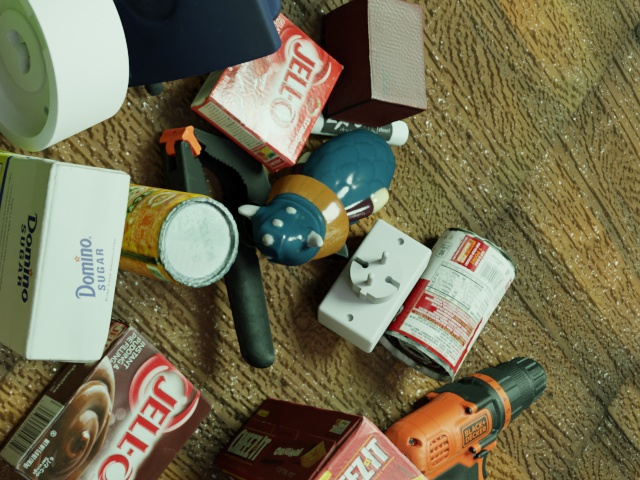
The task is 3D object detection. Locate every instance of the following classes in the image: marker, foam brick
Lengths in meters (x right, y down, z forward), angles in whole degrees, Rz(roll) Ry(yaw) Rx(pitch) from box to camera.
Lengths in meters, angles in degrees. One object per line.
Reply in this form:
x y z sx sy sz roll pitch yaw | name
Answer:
0.012 -0.083 0.768 0.120 0.020 0.020 3 96 -37 | marker
0.038 -0.125 0.748 0.052 0.051 0.078 6 79 -36 | foam brick

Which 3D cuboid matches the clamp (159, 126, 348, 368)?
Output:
-0.055 0.001 0.717 0.171 0.039 0.120 45 52 -30 | clamp

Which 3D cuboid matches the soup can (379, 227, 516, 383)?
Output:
0.098 0.049 0.825 0.068 0.069 0.102 44 72 -33 | soup can

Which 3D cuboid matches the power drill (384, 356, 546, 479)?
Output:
0.130 0.202 0.880 0.184 0.057 0.188 -20 108 -39 | power drill

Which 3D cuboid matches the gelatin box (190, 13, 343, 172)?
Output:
-0.033 -0.102 0.706 0.073 0.030 0.089 38 62 -22 | gelatin box

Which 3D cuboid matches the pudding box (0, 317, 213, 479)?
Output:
-0.135 0.120 0.684 0.113 0.039 0.090 -51 124 -17 | pudding box

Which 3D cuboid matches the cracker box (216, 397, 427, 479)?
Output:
0.043 0.207 0.720 0.213 0.164 0.072 47 70 -14 | cracker box

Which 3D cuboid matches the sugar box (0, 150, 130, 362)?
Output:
-0.158 0.001 0.560 0.048 0.177 0.093 7 94 -37 | sugar box
